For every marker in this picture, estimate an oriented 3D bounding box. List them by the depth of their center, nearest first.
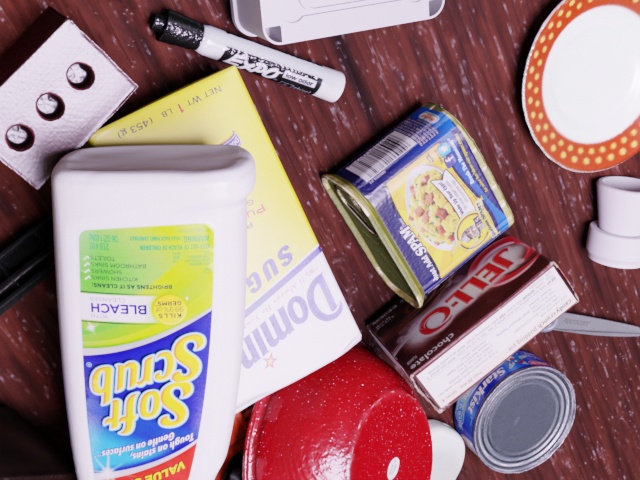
[{"bbox_3d":[-0.041,-0.106,0.612,0.121,0.020,0.020,16,102,-28],"label":"marker"}]

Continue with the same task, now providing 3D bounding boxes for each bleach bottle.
[{"bbox_3d":[-0.082,0.078,0.560,0.102,0.068,0.251,-1,108,-1],"label":"bleach bottle"}]

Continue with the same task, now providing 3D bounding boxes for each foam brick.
[{"bbox_3d":[-0.145,-0.075,0.557,0.078,0.051,0.053,-47,121,-2],"label":"foam brick"}]

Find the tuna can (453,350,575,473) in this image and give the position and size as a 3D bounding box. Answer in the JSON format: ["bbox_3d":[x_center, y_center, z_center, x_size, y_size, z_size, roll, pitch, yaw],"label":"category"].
[{"bbox_3d":[0.140,0.124,0.775,0.086,0.034,0.086,-9,113,-22],"label":"tuna can"}]

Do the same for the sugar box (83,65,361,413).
[{"bbox_3d":[-0.054,0.001,0.605,0.093,0.048,0.176,-28,99,-13],"label":"sugar box"}]

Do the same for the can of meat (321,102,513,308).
[{"bbox_3d":[0.063,-0.023,0.670,0.084,0.057,0.102,-38,120,-9],"label":"can of meat"}]

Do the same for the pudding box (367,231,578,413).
[{"bbox_3d":[0.094,0.046,0.674,0.113,0.090,0.039,-41,110,-1],"label":"pudding box"}]

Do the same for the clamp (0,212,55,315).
[{"bbox_3d":[-0.207,0.051,0.542,0.036,0.164,0.210,45,96,8],"label":"clamp"}]

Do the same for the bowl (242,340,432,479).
[{"bbox_3d":[0.024,0.138,0.670,0.161,0.055,0.162,0,90,-52],"label":"bowl"}]
